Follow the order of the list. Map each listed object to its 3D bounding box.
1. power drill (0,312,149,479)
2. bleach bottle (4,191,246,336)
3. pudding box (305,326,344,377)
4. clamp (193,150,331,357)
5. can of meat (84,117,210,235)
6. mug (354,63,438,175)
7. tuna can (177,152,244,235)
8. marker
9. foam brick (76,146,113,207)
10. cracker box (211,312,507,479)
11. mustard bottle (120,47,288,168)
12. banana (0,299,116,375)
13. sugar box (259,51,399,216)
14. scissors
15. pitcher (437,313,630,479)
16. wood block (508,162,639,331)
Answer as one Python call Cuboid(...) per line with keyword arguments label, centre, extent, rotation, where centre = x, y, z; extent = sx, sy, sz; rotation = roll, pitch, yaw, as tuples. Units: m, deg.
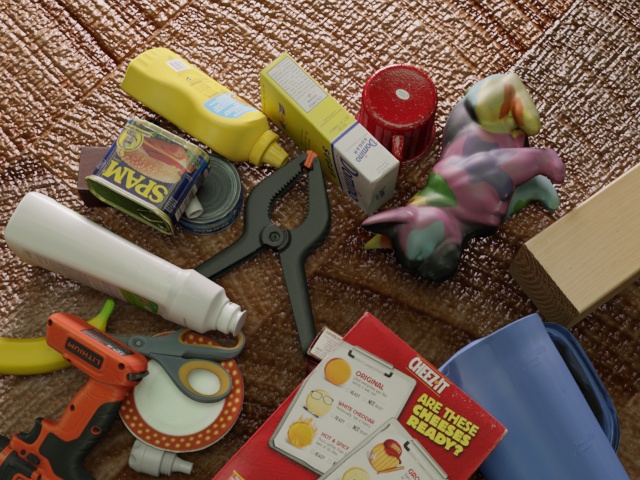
Cuboid(label="power drill", centre=(-0.265, 0.168, 1.035), extent=(0.184, 0.057, 0.188), rotation=(27, 96, 9))
Cuboid(label="bleach bottle", centre=(-0.190, 0.034, 1.081), extent=(0.251, 0.102, 0.068), rotation=(24, 76, 11))
Cuboid(label="pudding box", centre=(0.040, 0.138, 1.056), extent=(0.113, 0.090, 0.039), rotation=(29, 71, 9))
Cuboid(label="clamp", centre=(-0.057, 0.001, 1.123), extent=(0.164, 0.036, 0.210), rotation=(16, 81, 6))
Cuboid(label="can of meat", centre=(-0.174, -0.067, 1.090), extent=(0.102, 0.057, 0.084), rotation=(27, 72, 10))
Cuboid(label="mug", centre=(0.083, -0.128, 1.157), extent=(0.093, 0.081, 0.117), rotation=(6, 70, 2))
Cuboid(label="tuna can", centre=(-0.126, -0.051, 1.154), extent=(0.086, 0.034, 0.086), rotation=(0, 70, 0))
Cuboid(label="marker", centre=(-0.158, -0.078, 1.134), extent=(0.020, 0.020, 0.121), rotation=(-25, 72, -9))
Cuboid(label="foam brick", centre=(-0.218, -0.067, 1.150), extent=(0.078, 0.053, 0.051), rotation=(2, 70, 0))
Cuboid(label="cracker box", centre=(0.031, 0.198, 0.935), extent=(0.164, 0.072, 0.213), rotation=(40, 73, 14))
Cuboid(label="mustard bottle", centre=(-0.116, -0.137, 1.158), extent=(0.192, 0.096, 0.058), rotation=(34, 113, 10))
Cuboid(label="banana", centre=(-0.304, 0.103, 1.082), extent=(0.197, 0.037, 0.069), rotation=(-6, 89, -15))
Cuboid(label="sugar box", centre=(0.007, -0.112, 1.146), extent=(0.048, 0.093, 0.176), rotation=(-39, 74, -13))
Cuboid(label="scissors", centre=(-0.173, 0.122, 1.069), extent=(0.201, 0.016, 0.096), rotation=(-4, 62, -13))
Cuboid(label="pitcher", centre=(0.220, 0.197, 1.023), extent=(0.149, 0.145, 0.243), rotation=(-33, 76, 11))
Cuboid(label="wood block", centre=(0.309, -0.004, 1.110), extent=(0.206, 0.090, 0.091), rotation=(-34, 74, -12))
